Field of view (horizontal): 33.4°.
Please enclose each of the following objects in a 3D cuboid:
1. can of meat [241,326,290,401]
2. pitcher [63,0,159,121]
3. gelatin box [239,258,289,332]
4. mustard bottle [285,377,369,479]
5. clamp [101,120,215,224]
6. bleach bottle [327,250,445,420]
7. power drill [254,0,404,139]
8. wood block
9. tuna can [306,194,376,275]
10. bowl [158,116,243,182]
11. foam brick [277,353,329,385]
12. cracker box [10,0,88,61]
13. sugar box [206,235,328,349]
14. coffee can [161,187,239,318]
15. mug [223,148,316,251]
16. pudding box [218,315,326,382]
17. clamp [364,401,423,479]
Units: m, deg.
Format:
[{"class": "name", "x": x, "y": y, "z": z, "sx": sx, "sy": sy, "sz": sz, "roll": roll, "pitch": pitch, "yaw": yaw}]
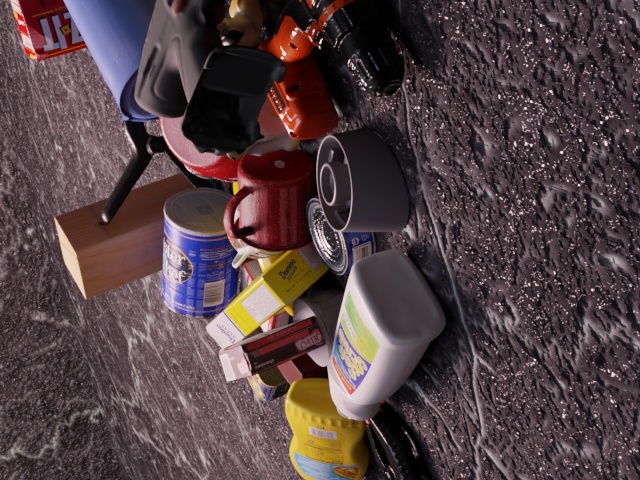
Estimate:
[{"class": "can of meat", "x": -0.074, "y": 0.158, "z": 1.430, "sx": 0.102, "sy": 0.057, "sz": 0.084, "roll": 62, "pitch": 161, "yaw": 18}, {"class": "pitcher", "x": -0.224, "y": -0.276, "z": 1.271, "sx": 0.243, "sy": 0.149, "sz": 0.145, "roll": 57, "pitch": 168, "yaw": 20}, {"class": "gelatin box", "x": -0.071, "y": 0.075, "z": 1.381, "sx": 0.089, "sy": 0.030, "sz": 0.073, "roll": 58, "pitch": 158, "yaw": 25}, {"class": "mustard bottle", "x": 0.011, "y": 0.247, "z": 1.275, "sx": 0.058, "sy": 0.096, "sz": 0.192, "roll": -69, "pitch": -17, "yaw": -45}, {"class": "clamp", "x": -0.204, "y": -0.122, "z": 1.423, "sx": 0.036, "sy": 0.164, "sz": 0.210, "roll": -157, "pitch": 70, "yaw": -82}, {"class": "bleach bottle", "x": 0.052, "y": 0.118, "z": 1.063, "sx": 0.251, "sy": 0.068, "sz": 0.103, "roll": 103, "pitch": 145, "yaw": -54}, {"class": "power drill", "x": 0.003, "y": -0.167, "z": 0.935, "sx": 0.184, "sy": 0.057, "sz": 0.188, "roll": 65, "pitch": 156, "yaw": 19}, {"class": "wood block", "x": -0.251, "y": -0.011, "z": 1.486, "sx": 0.091, "sy": 0.205, "sz": 0.090, "roll": 49, "pitch": 152, "yaw": 41}, {"class": "tuna can", "x": 0.020, "y": -0.009, "z": 1.074, "sx": 0.086, "sy": 0.033, "sz": 0.086, "roll": 50, "pitch": 153, "yaw": 38}, {"class": "bowl", "x": -0.122, "y": -0.131, "z": 1.164, "sx": 0.162, "sy": 0.055, "sz": 0.162, "roll": 14, "pitch": 119, "yaw": 27}, {"class": "foam brick", "x": -0.016, "y": 0.146, "z": 1.287, "sx": 0.078, "sy": 0.051, "sz": 0.053, "roll": 48, "pitch": 152, "yaw": 43}, {"class": "cracker box", "x": -0.332, "y": -0.362, "z": 1.404, "sx": 0.072, "sy": 0.164, "sz": 0.214, "roll": 39, "pitch": 144, "yaw": 55}, {"class": "sugar box", "x": -0.058, "y": 0.059, "z": 1.193, "sx": 0.048, "sy": 0.093, "sz": 0.177, "roll": 50, "pitch": 145, "yaw": -2}, {"class": "coffee can", "x": -0.154, "y": 0.016, "z": 1.392, "sx": 0.103, "sy": 0.102, "sz": 0.140, "roll": 48, "pitch": 141, "yaw": 42}, {"class": "mug", "x": -0.054, "y": -0.043, "z": 1.116, "sx": 0.093, "sy": 0.117, "sz": 0.081, "roll": 33, "pitch": 136, "yaw": 37}, {"class": "pudding box", "x": -0.054, "y": 0.118, "z": 1.153, "sx": 0.039, "sy": 0.090, "sz": 0.114, "roll": 69, "pitch": 160, "yaw": 1}, {"class": "clamp", "x": 0.093, "y": 0.256, "z": 1.145, "sx": 0.171, "sy": 0.039, "sz": 0.120, "roll": 66, "pitch": 157, "yaw": 5}]
